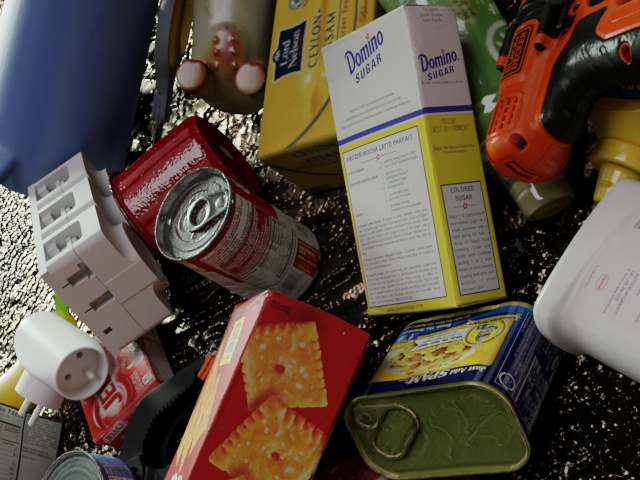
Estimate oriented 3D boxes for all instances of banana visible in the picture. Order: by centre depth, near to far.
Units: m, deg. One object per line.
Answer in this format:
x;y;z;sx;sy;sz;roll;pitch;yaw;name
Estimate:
-0.265;0.121;0.874;0.198;0.069;0.037;-43;30;-3;banana

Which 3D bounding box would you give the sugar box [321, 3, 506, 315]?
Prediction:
0.055;-0.045;0.648;0.094;0.048;0.176;-13;83;57;sugar box

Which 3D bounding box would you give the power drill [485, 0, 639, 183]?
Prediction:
0.169;-0.130;0.555;0.188;0.057;0.184;-26;42;61;power drill

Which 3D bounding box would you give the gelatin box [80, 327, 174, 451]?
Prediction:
-0.153;0.104;0.822;0.073;0.030;0.089;-45;45;14;gelatin box

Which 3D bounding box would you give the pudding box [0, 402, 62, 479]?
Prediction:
-0.252;0.183;0.823;0.039;0.089;0.113;-15;59;34;pudding box

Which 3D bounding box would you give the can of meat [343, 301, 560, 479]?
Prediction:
0.076;0.082;0.593;0.102;0.057;0.083;-14;23;35;can of meat

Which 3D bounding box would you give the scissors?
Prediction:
-0.126;-0.123;0.880;0.096;0.016;0.202;-76;-2;-54;scissors

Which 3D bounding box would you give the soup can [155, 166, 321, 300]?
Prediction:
-0.055;0.001;0.742;0.069;0.102;0.068;-20;56;32;soup can

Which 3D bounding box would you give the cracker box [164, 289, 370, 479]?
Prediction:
-0.055;0.140;0.632;0.164;0.072;0.213;150;145;-80;cracker box

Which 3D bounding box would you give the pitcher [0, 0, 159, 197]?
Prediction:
-0.195;-0.162;0.870;0.149;0.144;0.243;-111;34;-42;pitcher

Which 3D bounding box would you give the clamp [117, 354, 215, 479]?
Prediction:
-0.127;0.170;0.760;0.165;0.036;0.210;27;90;45;clamp

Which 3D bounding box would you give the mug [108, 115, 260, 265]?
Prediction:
-0.093;-0.032;0.812;0.081;0.093;0.117;-39;73;12;mug

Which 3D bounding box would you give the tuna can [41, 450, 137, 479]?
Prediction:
-0.160;0.189;0.732;0.086;0.033;0.086;-18;62;39;tuna can
